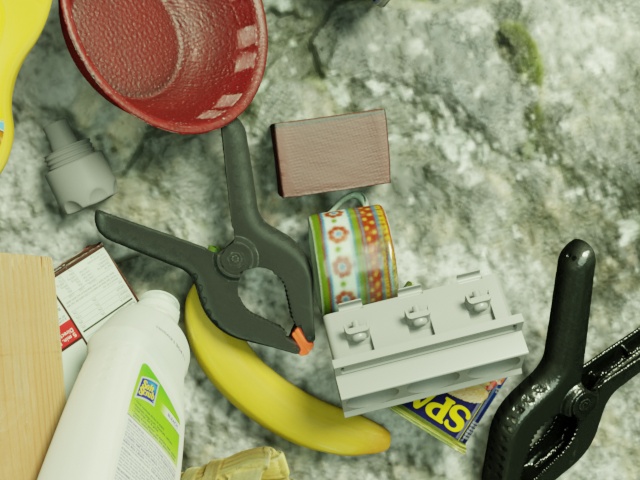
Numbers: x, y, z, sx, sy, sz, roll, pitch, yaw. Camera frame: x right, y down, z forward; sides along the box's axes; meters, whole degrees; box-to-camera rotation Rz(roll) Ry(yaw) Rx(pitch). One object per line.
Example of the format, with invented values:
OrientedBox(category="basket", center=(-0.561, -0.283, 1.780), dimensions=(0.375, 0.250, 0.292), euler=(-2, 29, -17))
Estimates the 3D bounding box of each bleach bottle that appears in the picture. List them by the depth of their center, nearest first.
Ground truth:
OrientedBox(category="bleach bottle", center=(-0.119, 0.135, 0.644), dimensions=(0.068, 0.250, 0.102), euler=(-12, 130, 19))

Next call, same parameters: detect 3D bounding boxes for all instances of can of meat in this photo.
OrientedBox(category="can of meat", center=(0.081, 0.090, 0.767), dimensions=(0.102, 0.057, 0.084), euler=(33, 89, -8))

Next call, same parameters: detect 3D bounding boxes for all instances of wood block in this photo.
OrientedBox(category="wood block", center=(-0.208, 0.115, 0.632), dimensions=(0.090, 0.090, 0.206), euler=(-8, 84, 15))

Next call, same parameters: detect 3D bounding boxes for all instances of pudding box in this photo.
OrientedBox(category="pudding box", center=(-0.160, 0.071, 0.729), dimensions=(0.089, 0.039, 0.113), euler=(-36, 102, -34))

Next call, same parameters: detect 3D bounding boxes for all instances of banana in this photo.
OrientedBox(category="banana", center=(-0.035, 0.097, 0.763), dimensions=(0.069, 0.037, 0.198), euler=(-42, 98, 0))

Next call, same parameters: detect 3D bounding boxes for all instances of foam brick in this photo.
OrientedBox(category="foam brick", center=(0.006, -0.061, 0.745), dimensions=(0.078, 0.053, 0.051), euler=(-8, 96, -5))

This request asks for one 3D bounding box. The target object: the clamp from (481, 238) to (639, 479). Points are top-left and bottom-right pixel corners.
OrientedBox(category="clamp", center=(0.175, 0.101, 0.764), dimensions=(0.164, 0.036, 0.210), euler=(31, 97, -38))

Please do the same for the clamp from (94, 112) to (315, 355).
OrientedBox(category="clamp", center=(-0.055, 0.001, 0.727), dimensions=(0.171, 0.039, 0.120), euler=(43, 95, -7))

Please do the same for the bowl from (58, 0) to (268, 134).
OrientedBox(category="bowl", center=(-0.112, -0.143, 0.700), dimensions=(0.161, 0.055, 0.162), euler=(11, 73, -42))
